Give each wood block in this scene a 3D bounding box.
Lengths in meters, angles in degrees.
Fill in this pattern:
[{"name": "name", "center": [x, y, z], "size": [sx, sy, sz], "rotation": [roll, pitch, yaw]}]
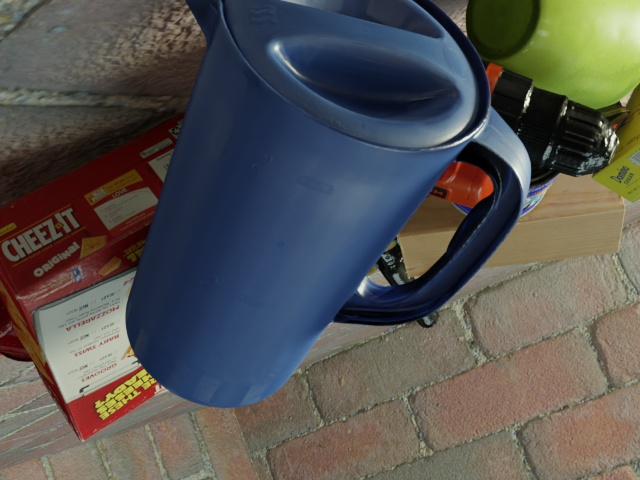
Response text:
[{"name": "wood block", "center": [0.178, -0.034, 1.028], "size": [0.206, 0.090, 0.091], "rotation": [-7, 152, 8]}]

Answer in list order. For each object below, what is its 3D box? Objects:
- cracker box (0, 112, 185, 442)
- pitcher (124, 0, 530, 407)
[{"name": "cracker box", "center": [-0.127, 0.028, 0.725], "size": [0.164, 0.072, 0.214], "rotation": [-31, 153, -19]}, {"name": "pitcher", "center": [-0.014, -0.012, 0.559], "size": [0.144, 0.149, 0.243], "rotation": [-8, 145, -32]}]
